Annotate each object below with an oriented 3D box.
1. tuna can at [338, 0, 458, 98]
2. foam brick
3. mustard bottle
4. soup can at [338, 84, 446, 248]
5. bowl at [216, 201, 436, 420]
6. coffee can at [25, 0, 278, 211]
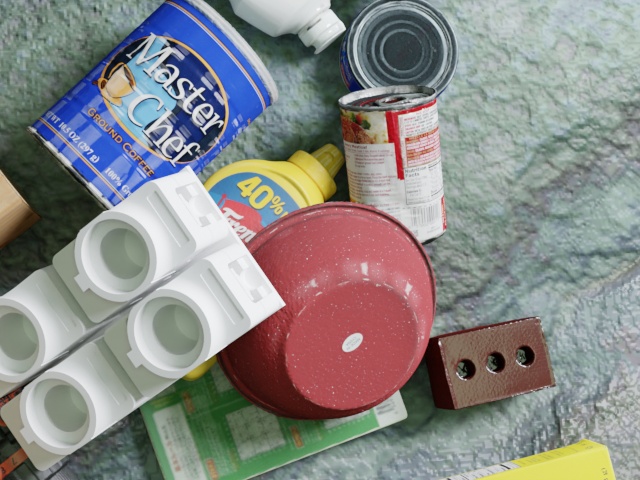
[{"bbox_3d":[0.058,-0.137,0.790,0.086,0.034,0.086,1,84,-7],"label":"tuna can"},{"bbox_3d":[0.119,0.088,0.766,0.078,0.051,0.053,-12,86,-8],"label":"foam brick"},{"bbox_3d":[-0.055,0.001,0.747,0.096,0.058,0.191,45,76,3],"label":"mustard bottle"},{"bbox_3d":[0.052,-0.052,0.747,0.068,0.068,0.102,-10,109,-8],"label":"soup can"},{"bbox_3d":[0.013,0.059,0.704,0.162,0.055,0.162,-6,111,-17],"label":"bowl"},{"bbox_3d":[-0.113,-0.087,0.730,0.103,0.103,0.140,45,81,-1],"label":"coffee can"}]
